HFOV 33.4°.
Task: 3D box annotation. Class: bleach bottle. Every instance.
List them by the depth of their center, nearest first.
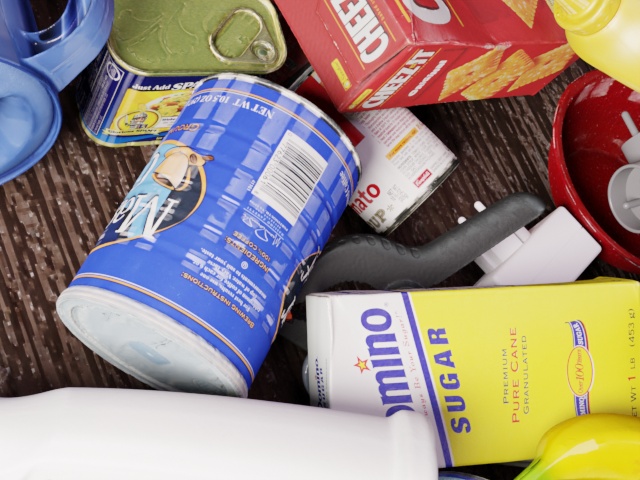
[{"bbox_3d":[-0.081,0.105,0.477,0.250,0.103,0.068,12,32,-6],"label":"bleach bottle"}]

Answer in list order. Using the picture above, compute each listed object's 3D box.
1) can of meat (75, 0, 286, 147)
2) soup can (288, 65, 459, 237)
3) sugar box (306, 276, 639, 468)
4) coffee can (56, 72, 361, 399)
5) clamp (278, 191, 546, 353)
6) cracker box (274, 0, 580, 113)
[{"bbox_3d":[-0.082,-0.096,0.604,0.101,0.084,0.057,-6,67,-27],"label":"can of meat"},{"bbox_3d":[0.026,-0.060,0.647,0.102,0.069,0.068,45,55,0],"label":"soup can"},{"bbox_3d":[0.083,0.069,0.562,0.176,0.048,0.093,-3,89,-18],"label":"sugar box"},{"bbox_3d":[-0.054,0.001,0.544,0.102,0.103,0.140,32,65,-8],"label":"coffee can"},{"bbox_3d":[0.052,0.044,0.603,0.171,0.039,0.120,-10,92,-3],"label":"clamp"},{"bbox_3d":[0.060,-0.168,0.656,0.213,0.072,0.164,-12,68,-49],"label":"cracker box"}]
